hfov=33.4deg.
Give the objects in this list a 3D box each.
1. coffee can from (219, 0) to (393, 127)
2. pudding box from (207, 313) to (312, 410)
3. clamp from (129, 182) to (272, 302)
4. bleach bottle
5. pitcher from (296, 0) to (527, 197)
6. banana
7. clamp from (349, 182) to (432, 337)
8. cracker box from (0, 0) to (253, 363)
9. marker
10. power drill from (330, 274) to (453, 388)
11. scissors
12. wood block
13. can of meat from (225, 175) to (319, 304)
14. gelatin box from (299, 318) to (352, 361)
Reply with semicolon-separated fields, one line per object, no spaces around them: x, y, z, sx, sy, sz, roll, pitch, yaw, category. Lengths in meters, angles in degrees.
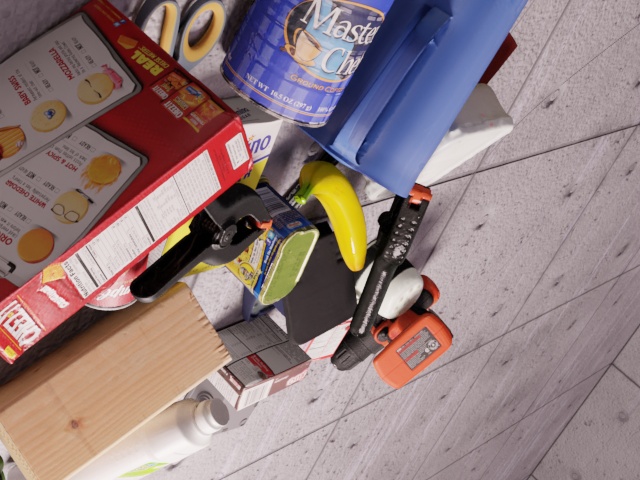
-0.007;-0.178;0.867;0.102;0.103;0.140;-8;135;-53;coffee can
-0.079;0.136;1.227;0.113;0.090;0.039;-18;140;-45;pudding box
-0.093;-0.019;0.924;0.171;0.039;0.120;-29;150;-56;clamp
-0.191;0.211;1.060;0.251;0.068;0.102;-26;166;26;bleach bottle
0.091;-0.170;0.998;0.144;0.149;0.243;26;103;-38;pitcher
0.013;-0.033;1.118;0.069;0.037;0.197;-67;152;-15;banana
0.076;0.007;1.146;0.210;0.036;0.164;115;-8;-67;clamp
-0.177;-0.047;0.721;0.213;0.164;0.072;-41;152;-14;cracker box
-0.019;-0.052;1.129;0.121;0.020;0.020;-49;155;4;marker
0.095;0.131;1.429;0.184;0.057;0.188;-42;-166;4;power drill
-0.121;-0.122;0.873;0.096;0.016;0.202;-31;151;-30;scissors
-0.199;0.130;0.992;0.205;0.091;0.090;-35;-166;-24;wood block
-0.057;0.001;1.071;0.057;0.084;0.102;-19;143;-44;can of meat
0.003;0.118;1.398;0.073;0.030;0.089;-8;135;-51;gelatin box
